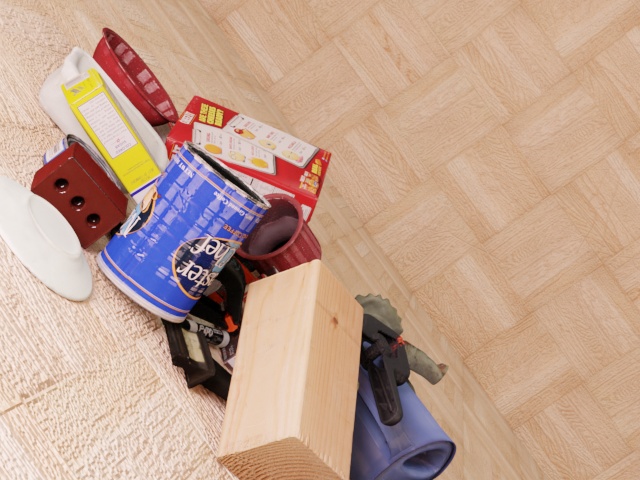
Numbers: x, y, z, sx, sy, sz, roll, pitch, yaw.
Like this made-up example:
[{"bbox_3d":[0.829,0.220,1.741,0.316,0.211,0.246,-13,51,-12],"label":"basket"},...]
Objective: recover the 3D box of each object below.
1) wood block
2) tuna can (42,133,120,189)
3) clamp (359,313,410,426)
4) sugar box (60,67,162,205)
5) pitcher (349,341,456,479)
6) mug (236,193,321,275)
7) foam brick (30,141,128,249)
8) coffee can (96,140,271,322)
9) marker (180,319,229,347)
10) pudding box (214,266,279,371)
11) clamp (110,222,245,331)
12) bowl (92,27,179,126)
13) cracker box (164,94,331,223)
[{"bbox_3d":[-0.023,0.132,1.017,0.090,0.090,0.206,49,33,-34],"label":"wood block"},{"bbox_3d":[-0.238,-0.063,1.071,0.086,0.034,0.086,52,8,-11],"label":"tuna can"},{"bbox_3d":[0.063,0.134,1.200,0.165,0.036,0.209,57,14,18],"label":"clamp"},{"bbox_3d":[-0.202,-0.090,1.115,0.176,0.048,0.093,61,-5,-27],"label":"sugar box"},{"bbox_3d":[0.046,0.190,1.294,0.144,0.149,0.243,1,43,-44],"label":"pitcher"},{"bbox_3d":[-0.058,0.002,1.271,0.117,0.093,0.081,15,-25,33],"label":"mug"},{"bbox_3d":[-0.225,-0.043,1.000,0.078,0.053,0.051,50,9,-20],"label":"foam brick"},{"bbox_3d":[-0.129,-0.008,1.008,0.103,0.140,0.103,38,6,-5],"label":"coffee can"},{"bbox_3d":[-0.127,0.094,1.102,0.020,0.020,0.121,57,9,22],"label":"marker"},{"bbox_3d":[-0.070,0.091,1.187,0.039,0.090,0.113,49,10,-32],"label":"pudding box"},{"bbox_3d":[-0.122,0.017,1.106,0.171,0.120,0.039,51,19,-27],"label":"clamp"},{"bbox_3d":[-0.264,-0.210,1.460,0.162,0.055,0.162,52,8,-11],"label":"bowl"},{"bbox_3d":[-0.101,-0.103,1.457,0.213,0.072,0.164,22,28,-4],"label":"cracker box"}]
